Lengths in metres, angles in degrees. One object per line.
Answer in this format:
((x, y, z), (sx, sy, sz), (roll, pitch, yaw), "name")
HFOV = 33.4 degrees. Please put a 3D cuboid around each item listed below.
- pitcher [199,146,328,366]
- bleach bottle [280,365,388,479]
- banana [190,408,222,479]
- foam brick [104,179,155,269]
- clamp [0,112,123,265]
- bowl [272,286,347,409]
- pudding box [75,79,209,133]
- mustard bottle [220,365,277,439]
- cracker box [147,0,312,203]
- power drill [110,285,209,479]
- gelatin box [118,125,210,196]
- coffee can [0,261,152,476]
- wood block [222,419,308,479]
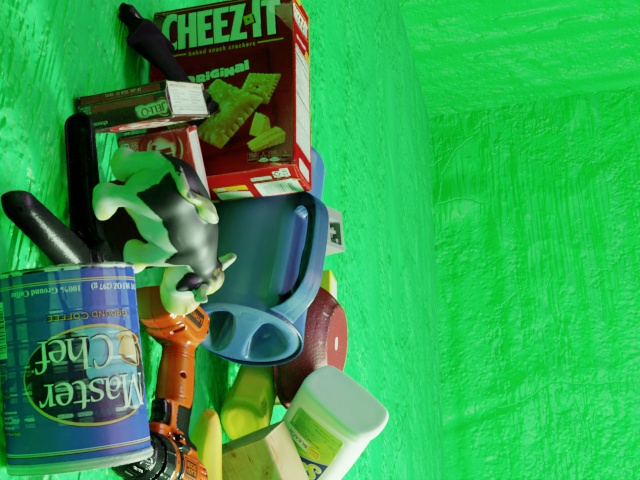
((-0.058, 0.001, 1.153), (0.145, 0.149, 0.242), (84, 14, -57), "pitcher")
((-0.016, 0.261, 1.228), (0.067, 0.103, 0.251), (-29, 152, -48), "bleach bottle")
((-0.109, 0.269, 1.077), (0.037, 0.070, 0.198), (-4, 83, -37), "banana")
((-0.172, -0.015, 0.977), (0.053, 0.051, 0.078), (-60, 141, -69), "foam brick")
((-0.198, 0.015, 0.877), (0.164, 0.036, 0.210), (-67, 147, -66), "clamp")
((-0.006, 0.120, 1.251), (0.162, 0.055, 0.162), (2, 90, -73), "bowl")
((-0.163, -0.123, 0.990), (0.113, 0.090, 0.039), (-38, 120, -76), "pudding box")
((-0.064, 0.139, 1.266), (0.096, 0.058, 0.191), (96, 10, -49), "mustard bottle")
((-0.097, -0.150, 1.132), (0.072, 0.164, 0.213), (55, 31, -64), "cracker box")
((-0.149, 0.140, 0.985), (0.184, 0.057, 0.187), (64, 25, -65), "power drill")
((-0.151, -0.064, 1.045), (0.030, 0.073, 0.089), (-56, 138, -71), "gelatin box")
((-0.178, 0.091, 0.768), (0.102, 0.103, 0.140), (16, 67, -76), "coffee can")
((-0.048, 0.311, 1.142), (0.206, 0.090, 0.090), (67, 12, 2), "wood block")
